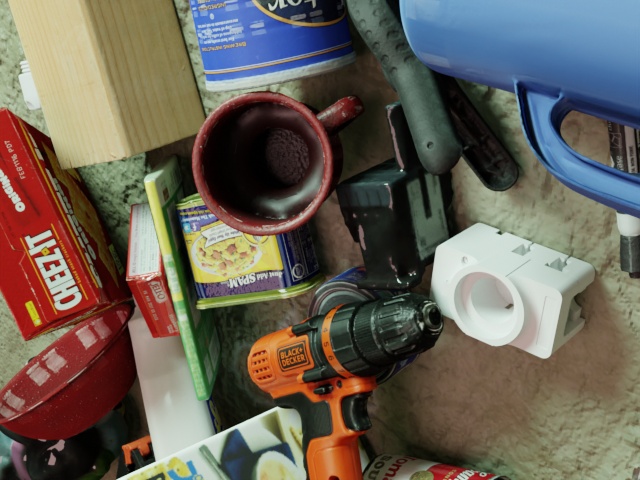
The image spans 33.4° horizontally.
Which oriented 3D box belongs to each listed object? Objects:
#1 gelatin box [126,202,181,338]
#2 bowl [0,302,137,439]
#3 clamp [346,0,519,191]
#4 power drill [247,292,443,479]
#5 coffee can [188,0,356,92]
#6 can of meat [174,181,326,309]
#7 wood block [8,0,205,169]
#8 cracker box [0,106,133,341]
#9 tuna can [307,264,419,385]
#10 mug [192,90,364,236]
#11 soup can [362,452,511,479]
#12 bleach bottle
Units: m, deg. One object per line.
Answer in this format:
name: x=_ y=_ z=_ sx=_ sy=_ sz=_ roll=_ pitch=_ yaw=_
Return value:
gelatin box: x=-0.132 y=0.023 z=0.864 sx=0.030 sy=0.089 sz=0.073 roll=-11 pitch=134 yaw=2
bowl: x=-0.218 y=0.127 z=0.956 sx=0.162 sy=0.161 sz=0.055 roll=-19 pitch=113 yaw=44
clamp: x=0.057 y=-0.102 z=0.644 sx=0.039 sy=0.120 sz=0.171 roll=-35 pitch=81 yaw=16
power drill: x=0.030 y=0.136 z=0.729 sx=0.185 sy=0.057 sz=0.187 roll=-23 pitch=75 yaw=50
coffee can: x=-0.039 y=-0.176 z=0.697 sx=0.103 sy=0.102 sz=0.140 roll=1 pitch=109 yaw=40
can of meat: x=-0.055 y=0.001 z=0.810 sx=0.102 sy=0.057 sz=0.084 roll=-9 pitch=100 yaw=27
wood block: x=-0.173 y=-0.168 z=0.825 sx=0.091 sy=0.090 sz=0.206 roll=-4 pitch=106 yaw=42
cracker box: x=-0.225 y=-0.010 z=0.873 sx=0.164 sy=0.072 sz=0.214 roll=64 pitch=175 yaw=0
tuna can: x=0.032 y=0.063 z=0.787 sx=0.086 sy=0.033 sz=0.086 roll=17 pitch=119 yaw=35
mug: x=-0.021 y=-0.060 z=0.715 sx=0.117 sy=0.081 sz=0.093 roll=-36 pitch=89 yaw=13
soup can: x=0.084 y=0.196 z=0.777 sx=0.102 sy=0.068 sz=0.068 roll=3 pitch=110 yaw=40
bleach bottle: x=-0.113 y=0.149 z=0.889 sx=0.068 sy=0.102 sz=0.251 roll=-18 pitch=78 yaw=1
